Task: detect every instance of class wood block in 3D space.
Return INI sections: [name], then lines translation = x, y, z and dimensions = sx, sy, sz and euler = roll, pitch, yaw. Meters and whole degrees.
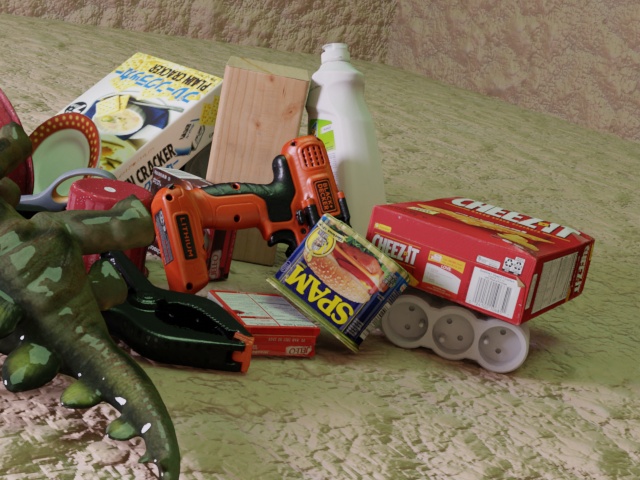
[wood block]
translation = -0.076, -0.088, 1.171
dimensions = 0.090, 0.206, 0.091
euler = 10, 16, -4

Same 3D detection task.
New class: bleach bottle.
[bleach bottle]
translation = 0.026, -0.084, 1.122
dimensions = 0.067, 0.251, 0.103
euler = 2, -7, -34

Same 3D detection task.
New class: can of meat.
[can of meat]
translation = 0.018, 0.036, 0.953
dimensions = 0.102, 0.084, 0.057
euler = 38, -3, 19

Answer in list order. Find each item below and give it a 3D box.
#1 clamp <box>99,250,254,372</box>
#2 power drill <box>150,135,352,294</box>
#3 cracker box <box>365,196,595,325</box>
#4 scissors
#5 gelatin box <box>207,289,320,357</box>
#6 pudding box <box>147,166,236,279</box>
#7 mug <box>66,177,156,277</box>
[clamp]
translation = -0.155, 0.063, 0.882
dimensions = 0.210, 0.036, 0.164
euler = 22, 25, 26
[power drill]
translation = -0.057, 0.001, 1.018
dimensions = 0.187, 0.184, 0.057
euler = -13, -8, -24
[cracker box]
translation = 0.159, 0.011, 1.043
dimensions = 0.164, 0.072, 0.213
euler = 19, 14, 25
[scissors]
translation = -0.294, -0.022, 1.100
dimensions = 0.202, 0.096, 0.016
euler = -15, 31, 14
[gelatin box]
translation = -0.053, 0.073, 0.936
dimensions = 0.073, 0.030, 0.089
euler = 5, 16, -29
[pudding box]
translation = -0.133, -0.019, 1.098
dimensions = 0.039, 0.090, 0.114
euler = -1, 19, -44
[mug]
translation = -0.199, -0.013, 1.041
dimensions = 0.093, 0.081, 0.117
euler = 21, 18, 32
